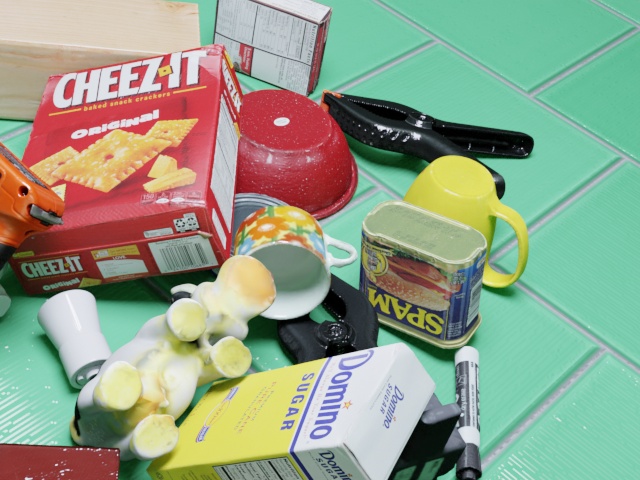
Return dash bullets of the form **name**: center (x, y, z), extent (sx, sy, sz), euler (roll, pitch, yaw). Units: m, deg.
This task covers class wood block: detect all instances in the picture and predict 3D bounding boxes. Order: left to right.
- **wood block**: center (-0.218, -0.166, 0.978), extent (0.206, 0.090, 0.091), euler (3, 44, -12)

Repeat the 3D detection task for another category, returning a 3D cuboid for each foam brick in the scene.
- **foam brick**: center (-0.165, 0.163, 0.668), extent (0.078, 0.053, 0.051), euler (5, 43, -10)

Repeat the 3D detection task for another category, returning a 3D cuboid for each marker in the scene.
- **marker**: center (0.110, 0.130, 0.798), extent (0.020, 0.020, 0.121), euler (11, 42, -3)

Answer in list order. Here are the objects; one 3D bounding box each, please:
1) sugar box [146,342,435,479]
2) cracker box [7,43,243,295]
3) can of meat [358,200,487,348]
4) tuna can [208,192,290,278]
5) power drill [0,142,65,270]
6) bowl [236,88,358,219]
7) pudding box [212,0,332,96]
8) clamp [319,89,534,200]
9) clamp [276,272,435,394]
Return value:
- **sugar box**: center (-0.021, 0.120, 0.675), extent (0.048, 0.177, 0.093), euler (54, 43, -17)
- **cracker box**: center (-0.153, -0.063, 0.862), extent (0.164, 0.072, 0.213), euler (-9, 44, 8)
- **can of meat**: center (0.079, 0.025, 0.840), extent (0.102, 0.084, 0.057), euler (22, 42, 25)
- **tuna can**: center (-0.056, 0.001, 0.882), extent (0.086, 0.034, 0.086), euler (7, 43, -7)
- **power drill**: center (-0.282, 0.004, 0.732), extent (0.184, 0.057, 0.187), euler (40, 91, 12)
- **bowl**: center (-0.039, -0.089, 0.966), extent (0.162, 0.055, 0.162), euler (7, 43, -7)
- **pudding box**: center (-0.050, -0.204, 1.060), extent (0.113, 0.090, 0.039), euler (21, 43, 8)
- **clamp**: center (0.095, -0.095, 1.002), extent (0.210, 0.036, 0.164), euler (17, 24, 7)
- **clamp**: center (0.022, 0.083, 0.809), extent (0.120, 0.039, 0.171), euler (3, 43, -9)
